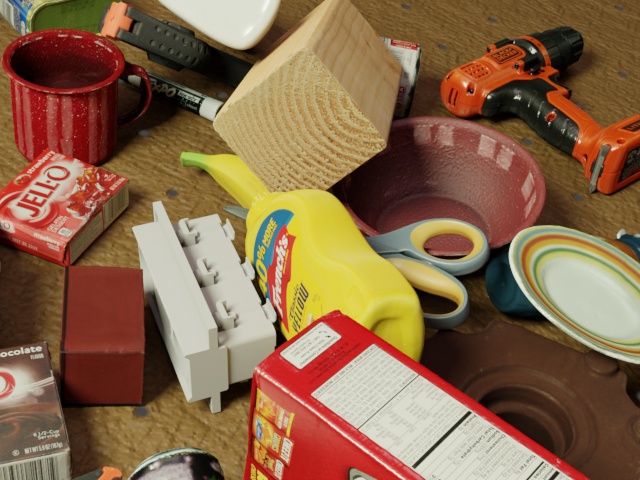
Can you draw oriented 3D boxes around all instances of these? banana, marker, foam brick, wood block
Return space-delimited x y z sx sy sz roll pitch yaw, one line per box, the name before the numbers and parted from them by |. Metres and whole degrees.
banana | -0.040 -0.008 0.797 0.069 0.037 0.198 -20 47 -16
marker | -0.138 -0.134 0.937 0.121 0.020 0.020 25 42 17
foam brick | -0.139 0.061 0.682 0.051 0.053 0.078 0 42 -11
wood block | -0.002 -0.114 0.822 0.090 0.091 0.206 49 21 -14

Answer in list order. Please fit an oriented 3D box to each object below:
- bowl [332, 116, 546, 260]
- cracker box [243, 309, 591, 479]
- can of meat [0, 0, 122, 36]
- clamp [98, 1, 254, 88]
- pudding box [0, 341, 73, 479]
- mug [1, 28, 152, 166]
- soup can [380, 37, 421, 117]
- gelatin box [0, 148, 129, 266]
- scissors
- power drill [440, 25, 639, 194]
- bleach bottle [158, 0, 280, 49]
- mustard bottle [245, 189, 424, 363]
bowl | 0.089 -0.026 0.818 0.162 0.055 0.162 -1 43 0
cracker box | 0.060 0.155 0.524 0.214 0.164 0.072 33 47 25
can of meat | -0.247 -0.226 0.996 0.101 0.057 0.084 -23 53 -32
clamp | -0.131 -0.165 0.894 0.165 0.036 0.209 24 6 24
pudding box | -0.207 0.110 0.620 0.113 0.039 0.090 -7 42 -20
mug | -0.192 -0.111 0.851 0.117 0.081 0.093 -12 44 -24
soup can | 0.035 -0.152 0.955 0.102 0.068 0.068 11 40 0
gelatin box | -0.195 -0.026 0.789 0.073 0.030 0.089 20 41 13
scissors | 0.032 -0.005 0.747 0.202 0.016 0.096 33 61 33
power drill | 0.231 -0.127 0.976 0.184 0.057 0.188 -28 50 -32
bleach bottle | -0.089 -0.209 0.923 0.102 0.068 0.251 35 5 -10
mustard bottle | -0.003 0.022 0.673 0.058 0.096 0.192 -4 33 -24
